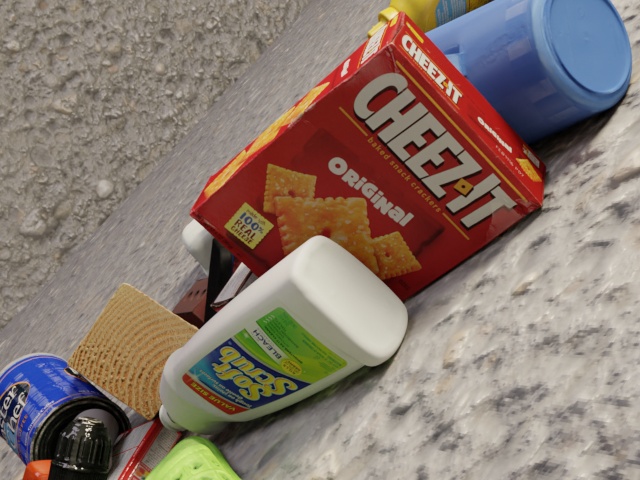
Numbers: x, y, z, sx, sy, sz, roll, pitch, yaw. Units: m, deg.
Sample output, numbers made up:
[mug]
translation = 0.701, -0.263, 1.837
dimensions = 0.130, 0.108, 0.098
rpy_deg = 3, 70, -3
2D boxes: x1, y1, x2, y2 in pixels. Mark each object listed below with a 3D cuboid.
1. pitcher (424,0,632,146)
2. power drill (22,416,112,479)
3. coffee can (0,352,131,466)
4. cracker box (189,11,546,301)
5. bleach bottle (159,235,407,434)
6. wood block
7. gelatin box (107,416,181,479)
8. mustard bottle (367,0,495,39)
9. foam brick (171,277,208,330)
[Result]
[pitcher]
translation = 0.117, -0.121, 0.861
dimensions = 0.243, 0.145, 0.149
rpy_deg = -21, 26, 52
[power drill]
translation = -0.210, 0.224, 0.843
dimensions = 0.188, 0.057, 0.184
rpy_deg = 169, 114, -73
[coffee can]
translation = -0.263, 0.181, 1.067
dimensions = 0.102, 0.102, 0.141
rpy_deg = -49, 33, -14
[cracker box]
translation = 0.034, -0.037, 0.799
dimensions = 0.214, 0.164, 0.072
rpy_deg = -37, 18, 30
[bleach bottle]
translation = -0.048, 0.096, 0.830
dimensions = 0.251, 0.102, 0.068
rpy_deg = -40, 11, 42
[wood block]
translation = -0.174, 0.109, 1.021
dimensions = 0.090, 0.091, 0.206
rpy_deg = -57, 3, -12
[gelatin box]
translation = -0.174, 0.206, 0.977
dimensions = 0.089, 0.030, 0.073
rpy_deg = -30, 22, 47
[mustard bottle]
translation = 0.131, -0.248, 1.076
dimensions = 0.191, 0.058, 0.096
rpy_deg = -32, -22, -9
[foam brick]
translation = -0.116, 0.075, 1.137
dimensions = 0.053, 0.051, 0.078
rpy_deg = -51, 16, -22
